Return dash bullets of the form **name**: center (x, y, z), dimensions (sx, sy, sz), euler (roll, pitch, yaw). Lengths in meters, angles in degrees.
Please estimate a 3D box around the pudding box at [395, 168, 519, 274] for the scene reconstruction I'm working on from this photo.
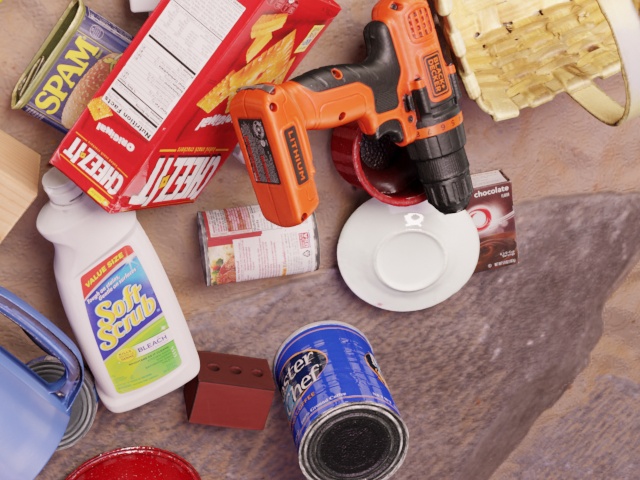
- **pudding box**: center (0.126, -0.012, 1.007), dimensions (0.113, 0.039, 0.090), euler (-14, 119, -5)

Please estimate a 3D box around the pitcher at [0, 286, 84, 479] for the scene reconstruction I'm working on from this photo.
- **pitcher**: center (-0.323, 0.101, 0.868), dimensions (0.145, 0.149, 0.242), euler (-17, 124, 41)

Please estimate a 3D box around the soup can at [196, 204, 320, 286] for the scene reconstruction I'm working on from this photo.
- **soup can**: center (-0.056, 0.001, 0.958), dimensions (0.102, 0.068, 0.068), euler (-8, 118, -9)

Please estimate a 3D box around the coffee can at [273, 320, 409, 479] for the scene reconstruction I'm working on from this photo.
- **coffee can**: center (0.016, 0.155, 1.011), dimensions (0.102, 0.140, 0.103), euler (-5, 118, -10)

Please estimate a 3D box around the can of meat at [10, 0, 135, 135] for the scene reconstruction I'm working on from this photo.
- **can of meat**: center (-0.188, -0.131, 0.867), dimensions (0.083, 0.057, 0.102), euler (31, 106, -27)

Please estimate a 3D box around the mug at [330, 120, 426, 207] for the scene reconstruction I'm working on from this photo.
- **mug**: center (0.066, -0.088, 0.924), dimensions (0.117, 0.082, 0.093), euler (-44, 109, -7)

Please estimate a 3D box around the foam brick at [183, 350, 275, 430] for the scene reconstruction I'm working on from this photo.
- **foam brick**: center (-0.089, 0.145, 1.034), dimensions (0.078, 0.053, 0.051), euler (9, 114, -17)

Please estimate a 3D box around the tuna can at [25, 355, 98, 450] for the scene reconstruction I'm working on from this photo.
- **tuna can**: center (-0.251, 0.151, 0.996), dimensions (0.086, 0.034, 0.086), euler (-1, 96, -5)

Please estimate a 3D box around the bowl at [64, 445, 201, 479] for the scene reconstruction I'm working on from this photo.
- **bowl**: center (-0.190, 0.289, 1.076), dimensions (0.162, 0.055, 0.162), euler (-8, 117, -15)

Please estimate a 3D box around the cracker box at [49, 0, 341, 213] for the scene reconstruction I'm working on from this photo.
- **cracker box**: center (-0.090, -0.123, 0.828), dimensions (0.072, 0.164, 0.214), euler (41, 104, 10)

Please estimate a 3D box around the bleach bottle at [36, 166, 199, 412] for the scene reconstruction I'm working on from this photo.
- **bleach bottle**: center (-0.185, 0.039, 0.915), dimensions (0.102, 0.068, 0.251), euler (-24, 134, -7)

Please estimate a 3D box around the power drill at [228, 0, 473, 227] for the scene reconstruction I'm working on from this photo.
- **power drill**: center (0.032, -0.080, 0.819), dimensions (0.187, 0.057, 0.184), euler (-28, 108, -31)
